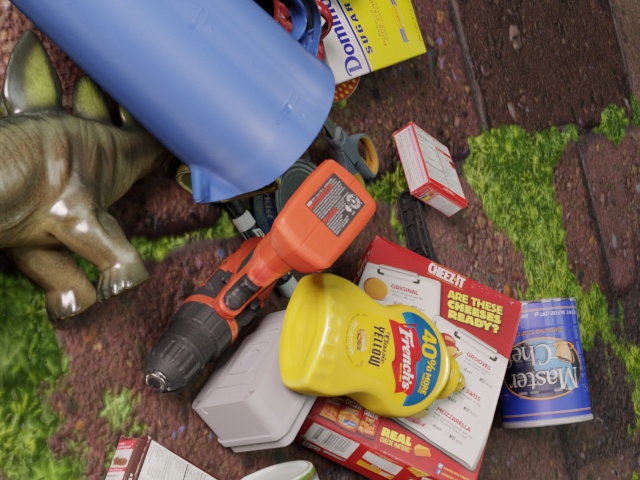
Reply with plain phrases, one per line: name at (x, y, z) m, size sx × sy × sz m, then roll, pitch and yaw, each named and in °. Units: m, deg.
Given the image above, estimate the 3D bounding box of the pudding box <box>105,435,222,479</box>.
pudding box at (-0.118, 0.212, 0.815) m, size 0.113 × 0.039 × 0.090 m, roll 43°, pitch 50°, yaw -37°

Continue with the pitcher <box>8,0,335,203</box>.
pitcher at (-0.107, -0.158, 0.765) m, size 0.242 × 0.145 × 0.149 m, roll 41°, pitch 26°, yaw -33°

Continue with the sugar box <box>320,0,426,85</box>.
sugar box at (0.036, -0.213, 1.079) m, size 0.175 × 0.048 × 0.093 m, roll -31°, pitch 104°, yaw -52°

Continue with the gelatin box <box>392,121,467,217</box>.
gelatin box at (0.119, -0.077, 1.170) m, size 0.073 × 0.030 × 0.089 m, roll 27°, pitch 38°, yaw -44°

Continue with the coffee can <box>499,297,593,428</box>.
coffee can at (0.253, 0.142, 1.232) m, size 0.102 × 0.103 × 0.140 m, roll 4°, pitch 76°, yaw -50°

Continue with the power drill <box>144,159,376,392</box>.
power drill at (-0.050, 0.028, 0.835) m, size 0.057 × 0.188 × 0.184 m, roll 44°, pitch 44°, yaw -7°

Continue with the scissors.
scissors at (0.016, -0.079, 1.032) m, size 0.201 × 0.016 × 0.096 m, roll 22°, pitch 72°, yaw -65°

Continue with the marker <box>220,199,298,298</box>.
marker at (-0.056, 0.001, 0.963) m, size 0.121 × 0.020 × 0.020 m, roll 57°, pitch 43°, yaw -23°

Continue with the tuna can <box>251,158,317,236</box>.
tuna can at (-0.025, -0.031, 0.998) m, size 0.086 × 0.034 × 0.086 m, roll 17°, pitch 67°, yaw -47°

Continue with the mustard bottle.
mustard bottle at (0.054, 0.098, 0.901) m, size 0.191 × 0.058 × 0.096 m, roll 23°, pitch 68°, yaw -38°

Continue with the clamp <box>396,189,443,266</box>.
clamp at (0.113, 0.031, 1.146) m, size 0.171 × 0.039 × 0.120 m, roll 57°, pitch 39°, yaw -30°

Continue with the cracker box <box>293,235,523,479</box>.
cracker box at (0.085, 0.124, 1.006) m, size 0.164 × 0.072 × 0.213 m, roll 25°, pitch 54°, yaw -3°
